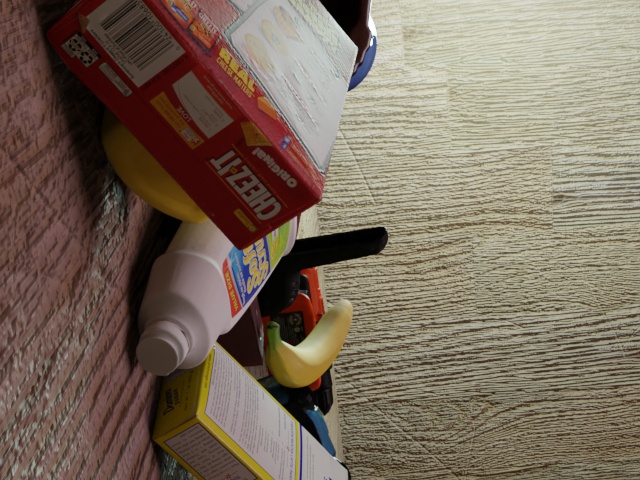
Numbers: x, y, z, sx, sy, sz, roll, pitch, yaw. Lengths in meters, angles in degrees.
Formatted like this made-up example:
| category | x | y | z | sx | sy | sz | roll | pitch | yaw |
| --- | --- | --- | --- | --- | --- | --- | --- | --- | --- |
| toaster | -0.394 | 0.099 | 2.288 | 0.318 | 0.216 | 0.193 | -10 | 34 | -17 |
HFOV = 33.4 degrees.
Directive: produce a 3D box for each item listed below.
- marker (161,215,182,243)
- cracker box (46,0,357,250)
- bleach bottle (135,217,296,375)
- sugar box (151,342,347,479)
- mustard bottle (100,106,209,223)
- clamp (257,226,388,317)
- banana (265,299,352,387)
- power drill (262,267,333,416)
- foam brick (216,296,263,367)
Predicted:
| category | x | y | z | sx | sy | sz | roll | pitch | yaw |
| --- | --- | --- | --- | --- | --- | --- | --- | --- | --- |
| marker | -0.106 | 0.009 | 0.854 | 0.121 | 0.020 | 0.020 | 77 | 8 | -68 |
| cracker box | -0.060 | -0.119 | 0.652 | 0.164 | 0.072 | 0.213 | 48 | 26 | -21 |
| bleach bottle | -0.076 | 0.022 | 0.775 | 0.250 | 0.068 | 0.102 | -66 | 160 | -59 |
| sugar box | -0.046 | 0.157 | 0.776 | 0.176 | 0.048 | 0.093 | 52 | 20 | -26 |
| mustard bottle | -0.097 | -0.106 | 0.724 | 0.096 | 0.058 | 0.191 | 41 | 30 | -35 |
| clamp | -0.056 | 0.001 | 0.944 | 0.210 | 0.164 | 0.036 | -46 | -175 | 44 |
| banana | -0.008 | 0.101 | 1.015 | 0.197 | 0.037 | 0.070 | -11 | 118 | -70 |
| power drill | -0.022 | 0.118 | 1.173 | 0.187 | 0.057 | 0.184 | -28 | 108 | -86 |
| foam brick | -0.080 | 0.067 | 0.932 | 0.053 | 0.051 | 0.078 | -92 | 175 | -49 |
